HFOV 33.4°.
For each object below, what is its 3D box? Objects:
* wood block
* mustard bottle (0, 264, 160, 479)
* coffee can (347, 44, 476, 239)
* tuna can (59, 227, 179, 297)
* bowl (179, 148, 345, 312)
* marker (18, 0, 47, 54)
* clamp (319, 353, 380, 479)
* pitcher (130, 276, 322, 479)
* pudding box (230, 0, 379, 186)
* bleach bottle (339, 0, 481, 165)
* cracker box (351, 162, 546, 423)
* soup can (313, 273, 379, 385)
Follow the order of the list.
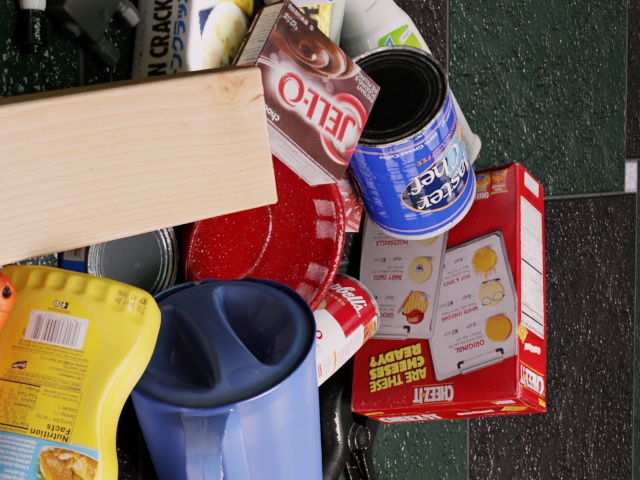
[{"bbox_3d":[-0.142,-0.050,0.659,0.205,0.090,0.091,-15,104,-31],"label":"wood block"},{"bbox_3d":[-0.156,0.113,0.586,0.058,0.096,0.191,92,10,-70],"label":"mustard bottle"},{"bbox_3d":[0.070,-0.080,0.898,0.102,0.103,0.140,-67,153,-24],"label":"coffee can"},{"bbox_3d":[-0.143,0.014,0.760,0.085,0.034,0.086,-5,96,-52],"label":"tuna can"},{"bbox_3d":[-0.055,0.001,0.838,0.161,0.055,0.162,-19,118,-39],"label":"bowl"},{"bbox_3d":[-0.189,-0.183,0.699,0.020,0.020,0.121,-5,96,-52],"label":"marker"},{"bbox_3d":[0.019,0.186,0.979,0.120,0.039,0.171,6,81,-57],"label":"clamp"},{"bbox_3d":[-0.060,0.160,0.764,0.149,0.145,0.243,-34,134,-32],"label":"pitcher"},{"bbox_3d":[-0.015,-0.107,0.788,0.113,0.039,0.090,38,63,-32],"label":"pudding box"},{"bbox_3d":[0.070,-0.161,1.003,0.102,0.068,0.250,-55,130,-37],"label":"bleach bottle"},{"bbox_3d":[0.118,0.051,0.964,0.072,0.164,0.213,30,57,-49],"label":"cracker box"},{"bbox_3d":[-0.004,0.081,0.916,0.102,0.069,0.068,-38,121,-44],"label":"soup can"}]
